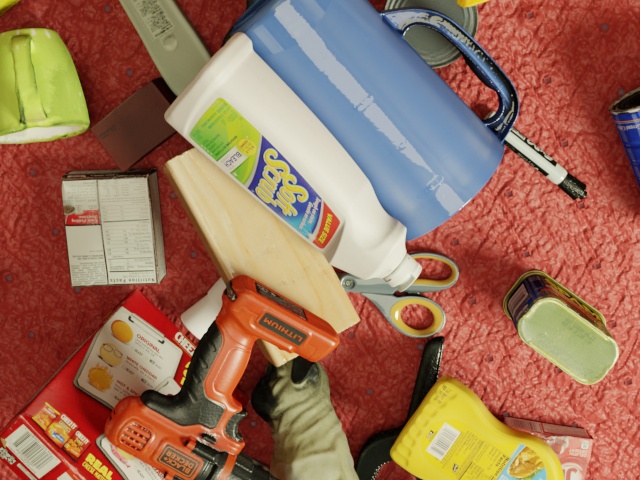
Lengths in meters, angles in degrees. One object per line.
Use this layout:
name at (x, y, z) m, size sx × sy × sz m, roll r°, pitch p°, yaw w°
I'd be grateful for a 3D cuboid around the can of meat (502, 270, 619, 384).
can of meat at (0.228, 0.082, 1.010) m, size 0.102 × 0.084 × 0.057 m, roll 35°, pitch 103°, yaw -5°

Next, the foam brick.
foam brick at (-0.167, -0.110, 1.004) m, size 0.078 × 0.051 × 0.053 m, roll -35°, pitch 98°, yaw 10°

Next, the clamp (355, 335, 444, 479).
clamp at (0.111, 0.220, 1.064) m, size 0.164 × 0.036 × 0.210 m, roll 42°, pitch 107°, yaw 8°

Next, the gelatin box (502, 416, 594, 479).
gelatin box at (0.223, 0.222, 1.072) m, size 0.089 × 0.030 × 0.073 m, roll 9°, pitch 104°, yaw 2°

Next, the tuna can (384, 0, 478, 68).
tuna can at (0.100, -0.201, 0.975) m, size 0.086 × 0.033 × 0.086 m, roll 1°, pitch 103°, yaw 3°

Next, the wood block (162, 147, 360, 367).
wood block at (-0.057, 0.002, 0.985) m, size 0.090 × 0.091 × 0.206 m, roll -29°, pitch 95°, yaw -9°

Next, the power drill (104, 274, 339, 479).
power drill at (-0.064, 0.139, 0.917) m, size 0.184 × 0.057 × 0.188 m, roll 32°, pitch 96°, yaw -15°

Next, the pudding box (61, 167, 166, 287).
pudding box at (-0.201, -0.012, 1.037) m, size 0.090 × 0.039 × 0.113 m, roll -2°, pitch 105°, yaw 3°

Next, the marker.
marker at (0.203, -0.078, 1.006) m, size 0.121 × 0.020 × 0.020 m, roll 38°, pitch 103°, yaw -6°

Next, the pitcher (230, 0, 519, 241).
pitcher at (0.046, -0.132, 0.930) m, size 0.242 × 0.149 × 0.145 m, roll 47°, pitch 146°, yaw -15°

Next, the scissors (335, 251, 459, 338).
scissors at (0.038, 0.058, 1.051) m, size 0.202 × 0.016 × 0.096 m, roll -9°, pitch 103°, yaw 6°

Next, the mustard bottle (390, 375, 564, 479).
mustard bottle at (0.168, 0.217, 0.999) m, size 0.192 × 0.058 × 0.096 m, roll 35°, pitch 100°, yaw 8°

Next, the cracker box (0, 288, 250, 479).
cracker box at (-0.179, 0.169, 0.987) m, size 0.164 × 0.213 × 0.072 m, roll 46°, pitch 123°, yaw -8°

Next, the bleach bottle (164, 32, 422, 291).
bleach bottle at (-0.009, -0.053, 0.897) m, size 0.250 × 0.068 × 0.103 m, roll 42°, pitch 140°, yaw -9°
